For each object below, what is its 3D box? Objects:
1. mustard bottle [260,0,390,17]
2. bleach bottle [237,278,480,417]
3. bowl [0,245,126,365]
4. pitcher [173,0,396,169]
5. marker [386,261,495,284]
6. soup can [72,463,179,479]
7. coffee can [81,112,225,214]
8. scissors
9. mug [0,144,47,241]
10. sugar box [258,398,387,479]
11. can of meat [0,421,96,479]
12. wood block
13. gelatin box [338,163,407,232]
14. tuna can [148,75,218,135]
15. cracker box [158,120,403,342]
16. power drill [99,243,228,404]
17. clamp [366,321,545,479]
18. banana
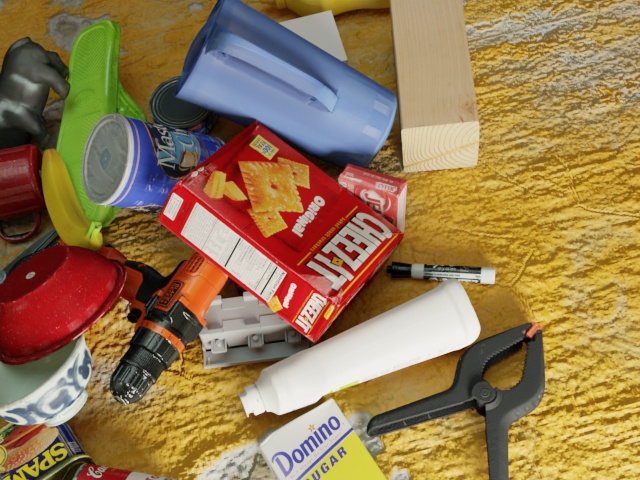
[{"bbox_3d":[0.013,-0.341,1.423,0.191,0.058,0.096,-10,59,1],"label":"mustard bottle"},{"bbox_3d":[0.035,0.121,1.106,0.250,0.102,0.068,-22,76,-7],"label":"bleach bottle"},{"bbox_3d":[-0.285,0.054,1.114,0.162,0.055,0.162,-25,28,14],"label":"bowl"},{"bbox_3d":[-0.035,-0.174,1.226,0.242,0.145,0.149,25,42,-14],"label":"pitcher"},{"bbox_3d":[0.134,0.036,1.196,0.121,0.020,0.020,3,59,9],"label":"marker"},{"bbox_3d":[-0.193,0.264,1.065,0.102,0.068,0.068,7,59,11],"label":"soup can"},{"bbox_3d":[-0.186,-0.082,1.220,0.140,0.103,0.103,10,46,-41],"label":"coffee can"},{"bbox_3d":[-0.372,0.063,1.244,0.201,0.016,0.096,-30,61,-12],"label":"scissors"},{"bbox_3d":[-0.370,-0.057,1.279,0.081,0.093,0.117,-12,92,0],"label":"mug"},{"bbox_3d":[0.020,0.252,1.060,0.093,0.048,0.176,-30,61,-12],"label":"sugar box"},{"bbox_3d":[-0.297,0.229,1.107,0.102,0.057,0.084,-33,57,-14],"label":"can of meat"},{"bbox_3d":[0.137,-0.195,1.299,0.091,0.090,0.206,-5,58,4],"label":"wood block"},{"bbox_3d":[0.058,-0.040,1.210,0.073,0.089,0.030,19,53,17],"label":"gelatin box"},{"bbox_3d":[-0.172,-0.167,1.351,0.086,0.034,0.086,-3,58,5],"label":"tuna can"},{"bbox_3d":[-0.038,-0.016,1.142,0.214,0.072,0.164,37,41,7],"label":"cracker box"},{"bbox_3d":[-0.207,0.081,1.150,0.188,0.057,0.184,12,58,40],"label":"power drill"},{"bbox_3d":[0.174,0.173,1.095,0.209,0.036,0.165,-42,62,-19],"label":"clamp"},{"bbox_3d":[-0.283,-0.035,1.222,0.037,0.070,0.198,4,27,-35],"label":"banana"}]
